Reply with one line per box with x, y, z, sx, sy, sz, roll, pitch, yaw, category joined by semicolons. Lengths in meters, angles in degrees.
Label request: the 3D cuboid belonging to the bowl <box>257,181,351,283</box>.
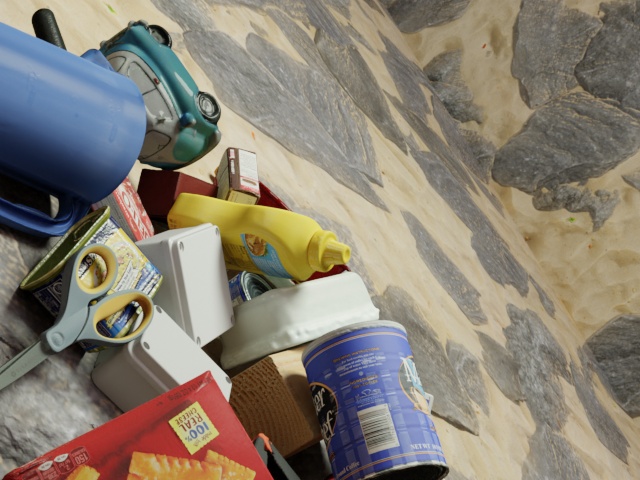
-0.038;0.001;1.289;0.162;0.055;0.162;44;-1;1;bowl

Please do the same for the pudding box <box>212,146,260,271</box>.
-0.104;-0.036;1.207;0.039;0.114;0.090;12;35;-17;pudding box

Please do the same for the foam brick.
-0.156;-0.044;1.153;0.078;0.053;0.051;20;79;-61;foam brick

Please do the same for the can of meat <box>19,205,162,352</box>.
-0.192;0.034;0.916;0.084;0.058;0.102;51;41;-19;can of meat

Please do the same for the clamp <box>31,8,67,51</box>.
-0.258;-0.143;1.115;0.164;0.036;0.210;54;18;-31;clamp

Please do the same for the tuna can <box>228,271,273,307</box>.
-0.074;0.077;1.207;0.086;0.034;0.086;47;20;-23;tuna can

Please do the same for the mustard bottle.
-0.057;0.001;1.086;0.058;0.192;0.096;-64;147;-27;mustard bottle

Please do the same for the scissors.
-0.208;0.058;0.826;0.201;0.016;0.096;-15;84;-53;scissors

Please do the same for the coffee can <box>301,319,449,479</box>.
0.048;0.158;0.974;0.102;0.103;0.140;29;39;-53;coffee can

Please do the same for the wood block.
-0.023;0.165;1.090;0.090;0.091;0.205;60;18;11;wood block

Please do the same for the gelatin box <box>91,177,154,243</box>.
-0.193;-0.024;1.045;0.073;0.030;0.089;-100;168;-63;gelatin box

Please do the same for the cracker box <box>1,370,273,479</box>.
-0.097;0.219;0.725;0.163;0.072;0.214;-24;77;-36;cracker box

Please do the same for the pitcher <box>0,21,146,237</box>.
-0.277;-0.113;0.910;0.242;0.145;0.149;23;24;-52;pitcher
